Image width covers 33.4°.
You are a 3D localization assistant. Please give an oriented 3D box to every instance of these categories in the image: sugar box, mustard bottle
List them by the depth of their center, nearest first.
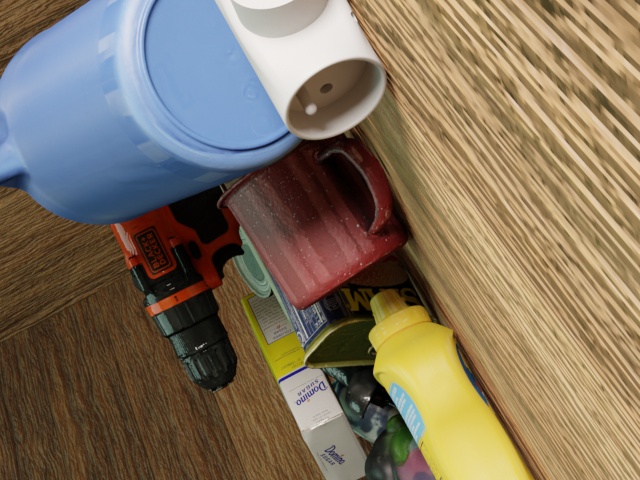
[{"bbox_3d":[0.081,0.113,0.654,0.192,0.058,0.096,61,178,23],"label":"mustard bottle"},{"bbox_3d":[-0.015,0.127,0.951,0.176,0.048,0.093,-117,2,-48],"label":"sugar box"}]

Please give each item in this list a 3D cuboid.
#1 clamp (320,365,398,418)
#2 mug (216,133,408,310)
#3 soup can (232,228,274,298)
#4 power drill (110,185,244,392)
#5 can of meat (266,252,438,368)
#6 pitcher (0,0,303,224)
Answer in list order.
[{"bbox_3d":[0.054,0.110,0.804,0.120,0.039,0.171,28,-175,-19],"label":"clamp"},{"bbox_3d":[0.005,-0.017,0.625,0.081,0.093,0.117,57,142,4],"label":"mug"},{"bbox_3d":[-0.021,-0.002,0.929,0.069,0.102,0.068,44,150,34],"label":"soup can"},{"bbox_3d":[-0.055,0.001,0.824,0.184,0.187,0.057,63,175,-2],"label":"power drill"},{"bbox_3d":[0.021,0.038,0.748,0.101,0.058,0.084,2,-130,-40],"label":"can of meat"},{"bbox_3d":[-0.085,-0.086,0.594,0.144,0.149,0.243,23,168,-24],"label":"pitcher"}]
